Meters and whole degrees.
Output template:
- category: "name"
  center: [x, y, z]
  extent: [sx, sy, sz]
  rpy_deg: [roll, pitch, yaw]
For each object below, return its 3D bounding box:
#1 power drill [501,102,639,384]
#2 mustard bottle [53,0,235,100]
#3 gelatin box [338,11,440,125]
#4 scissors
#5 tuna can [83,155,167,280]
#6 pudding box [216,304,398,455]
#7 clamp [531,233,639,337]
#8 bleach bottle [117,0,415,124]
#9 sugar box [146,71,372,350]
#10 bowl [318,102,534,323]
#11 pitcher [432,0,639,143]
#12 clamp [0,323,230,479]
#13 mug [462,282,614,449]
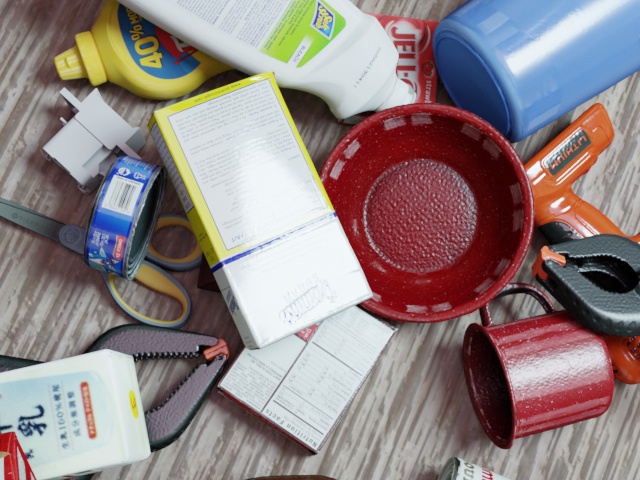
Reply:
- category: "power drill"
  center: [0.245, -0.012, 0.817]
  extent: [0.184, 0.057, 0.188]
  rpy_deg: [-39, 83, -11]
- category: "mustard bottle"
  center: [-0.111, -0.162, 0.825]
  extent: [0.191, 0.058, 0.096]
  rpy_deg: [-19, 87, -7]
- category: "gelatin box"
  center: [0.055, -0.134, 0.845]
  extent: [0.073, 0.030, 0.089]
  rpy_deg: [7, 78, -3]
- category: "scissors"
  center: [-0.170, -0.013, 0.811]
  extent: [0.202, 0.016, 0.096]
  rpy_deg: [38, 77, 4]
- category: "tuna can"
  center: [-0.139, -0.017, 0.761]
  extent: [0.034, 0.086, 0.086]
  rpy_deg: [17, 77, 0]
- category: "pudding box"
  center: [-0.010, 0.088, 0.789]
  extent: [0.090, 0.039, 0.113]
  rpy_deg: [34, 80, 3]
- category: "clamp"
  center: [0.234, 0.047, 0.748]
  extent: [0.171, 0.039, 0.120]
  rpy_deg: [8, 50, 1]
- category: "bleach bottle"
  center: [-0.042, -0.158, 0.775]
  extent: [0.250, 0.068, 0.102]
  rpy_deg: [33, 95, -15]
- category: "sugar box"
  center: [-0.043, -0.021, 0.745]
  extent: [0.093, 0.048, 0.176]
  rpy_deg: [-23, 91, -18]
- category: "bowl"
  center: [0.076, -0.020, 0.799]
  extent: [0.162, 0.055, 0.162]
  rpy_deg: [0, 89, 5]
- category: "pitcher"
  center: [0.205, -0.187, 0.806]
  extent: [0.242, 0.145, 0.149]
  rpy_deg: [-34, 81, -11]
- category: "clamp"
  center: [-0.168, 0.112, 0.774]
  extent: [0.210, 0.036, 0.164]
  rpy_deg: [-31, 82, -6]
- category: "mug"
  center: [0.155, 0.086, 0.778]
  extent: [0.081, 0.093, 0.117]
  rpy_deg: [-12, 68, -11]
